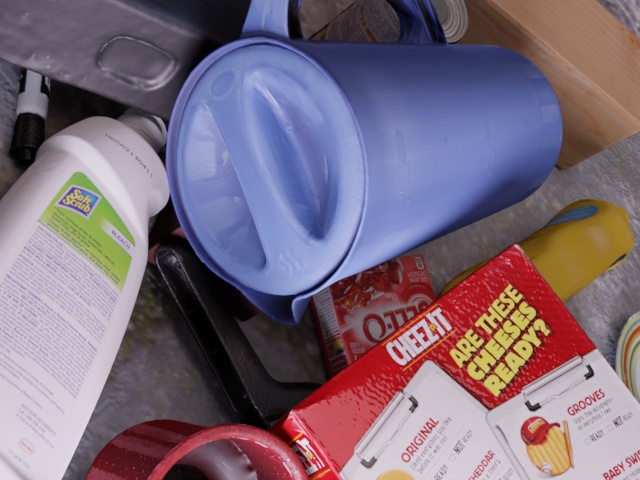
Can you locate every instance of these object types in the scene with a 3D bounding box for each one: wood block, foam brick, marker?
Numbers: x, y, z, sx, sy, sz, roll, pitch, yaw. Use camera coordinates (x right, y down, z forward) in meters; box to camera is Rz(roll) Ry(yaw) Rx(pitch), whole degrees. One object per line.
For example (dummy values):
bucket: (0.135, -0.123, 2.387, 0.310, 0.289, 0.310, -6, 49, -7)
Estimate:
wood block: (0.157, -0.160, 0.844, 0.206, 0.090, 0.090, 33, 53, -21)
foam brick: (-0.054, 0.001, 0.630, 0.078, 0.053, 0.051, 35, 52, -20)
marker: (-0.163, -0.097, 0.615, 0.020, 0.020, 0.121, 16, 60, -31)

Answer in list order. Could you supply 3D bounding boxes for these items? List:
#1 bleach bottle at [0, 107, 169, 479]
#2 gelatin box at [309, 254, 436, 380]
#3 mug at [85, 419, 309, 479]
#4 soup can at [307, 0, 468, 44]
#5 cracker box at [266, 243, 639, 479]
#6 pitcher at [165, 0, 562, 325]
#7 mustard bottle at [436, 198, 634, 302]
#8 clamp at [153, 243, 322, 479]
bleach bottle: (-0.134, 0.025, 0.550, 0.102, 0.068, 0.250, 48, 43, -26)
gelatin box: (0.038, 0.049, 0.693, 0.089, 0.030, 0.073, -2, 70, -38)
mug: (-0.062, 0.141, 0.504, 0.093, 0.082, 0.117, -3, 90, -33)
soup can: (0.044, -0.141, 0.739, 0.068, 0.102, 0.068, 17, 59, -31)
cracker box: (0.097, 0.135, 0.537, 0.164, 0.072, 0.214, -33, 81, -30)
pitcher: (0.040, -0.064, 0.612, 0.242, 0.149, 0.145, -17, 64, -50)
mustard bottle: (0.169, 0.014, 0.766, 0.191, 0.096, 0.058, -28, 87, -42)
clamp: (-0.033, 0.104, 0.601, 0.209, 0.036, 0.164, 23, 67, -28)
